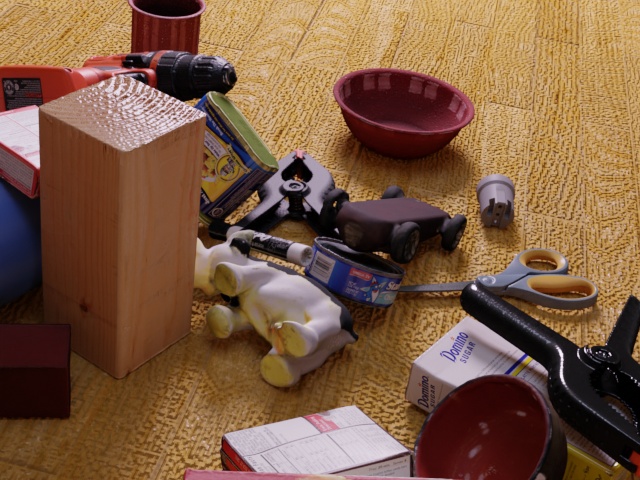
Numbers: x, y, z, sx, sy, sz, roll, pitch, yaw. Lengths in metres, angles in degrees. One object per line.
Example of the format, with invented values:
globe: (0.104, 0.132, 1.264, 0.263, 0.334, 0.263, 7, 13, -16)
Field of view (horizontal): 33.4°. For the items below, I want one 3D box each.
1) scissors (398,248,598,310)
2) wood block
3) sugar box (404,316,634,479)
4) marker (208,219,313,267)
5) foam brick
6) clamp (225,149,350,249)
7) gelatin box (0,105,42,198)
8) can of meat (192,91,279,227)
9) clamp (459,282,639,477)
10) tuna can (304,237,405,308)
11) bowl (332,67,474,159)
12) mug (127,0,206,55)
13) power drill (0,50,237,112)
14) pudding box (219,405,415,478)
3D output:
scissors: (0.162, 0.032, 1.013, 0.201, 0.016, 0.096, 7, 32, -3)
wood block: (-0.156, -0.010, 0.829, 0.091, 0.206, 0.090, 27, 38, 25)
sugar box: (0.164, 0.132, 0.840, 0.176, 0.048, 0.093, 26, 35, 28)
marker: (-0.056, 0.001, 0.951, 0.121, 0.020, 0.020, 16, 31, 40)
foam brick: (-0.225, 0.096, 0.795, 0.078, 0.053, 0.051, 2, 34, -11)
clamp: (-0.016, -0.035, 1.049, 0.120, 0.039, 0.171, 13, 38, 5)
gelatin box: (-0.228, -0.071, 0.849, 0.089, 0.030, 0.073, 32, 32, 23)
can of meat: (-0.100, -0.078, 1.006, 0.102, 0.084, 0.057, 52, 17, 12)
clamp: (0.219, 0.098, 0.828, 0.164, 0.036, 0.210, 0, 32, -20)
tuna can: (0.030, 0.028, 0.942, 0.086, 0.034, 0.086, 20, 10, -4)
bowl: (0.090, -0.137, 1.211, 0.162, 0.055, 0.162, 6, 34, -4)
mug: (-0.188, -0.256, 1.299, 0.093, 0.081, 0.117, 4, 34, -7)
power drill: (-0.197, -0.146, 1.009, 0.185, 0.057, 0.187, 3, 14, 31)
pudding box: (-0.003, 0.157, 0.747, 0.113, 0.039, 0.090, -10, 19, -23)
